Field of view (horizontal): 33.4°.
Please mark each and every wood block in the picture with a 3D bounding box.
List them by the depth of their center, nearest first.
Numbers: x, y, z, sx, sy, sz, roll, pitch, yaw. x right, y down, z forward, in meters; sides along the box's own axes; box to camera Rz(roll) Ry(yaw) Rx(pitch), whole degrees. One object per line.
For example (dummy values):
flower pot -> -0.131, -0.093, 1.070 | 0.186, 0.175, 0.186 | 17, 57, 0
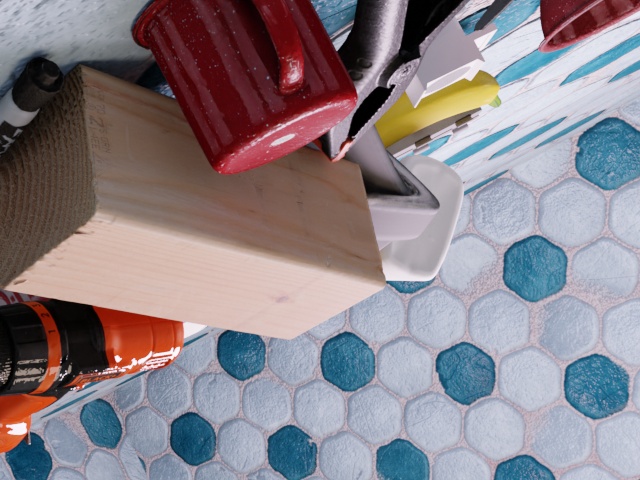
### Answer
wood block -> -0.070, -0.012, 0.604 | 0.091, 0.090, 0.205 | -32, 148, 35

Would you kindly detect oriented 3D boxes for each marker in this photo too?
marker -> -0.159, -0.056, 0.532 | 0.020, 0.020, 0.121 | -22, 173, -44

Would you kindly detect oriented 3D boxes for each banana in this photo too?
banana -> 0.075, -0.098, 0.869 | 0.197, 0.037, 0.069 | -23, 141, -18

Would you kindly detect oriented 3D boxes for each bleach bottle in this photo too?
bleach bottle -> 0.019, -0.018, 0.954 | 0.068, 0.102, 0.251 | 23, 170, -29

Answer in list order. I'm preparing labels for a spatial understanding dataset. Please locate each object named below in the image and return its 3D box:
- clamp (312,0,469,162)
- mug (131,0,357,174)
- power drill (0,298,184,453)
clamp -> 0.044, -0.111, 0.588 | 0.120, 0.039, 0.172 | -25, 163, -32
mug -> -0.031, -0.088, 0.517 | 0.093, 0.081, 0.117 | -25, 175, -19
power drill -> -0.201, 0.088, 0.651 | 0.188, 0.057, 0.184 | -29, 161, 38
